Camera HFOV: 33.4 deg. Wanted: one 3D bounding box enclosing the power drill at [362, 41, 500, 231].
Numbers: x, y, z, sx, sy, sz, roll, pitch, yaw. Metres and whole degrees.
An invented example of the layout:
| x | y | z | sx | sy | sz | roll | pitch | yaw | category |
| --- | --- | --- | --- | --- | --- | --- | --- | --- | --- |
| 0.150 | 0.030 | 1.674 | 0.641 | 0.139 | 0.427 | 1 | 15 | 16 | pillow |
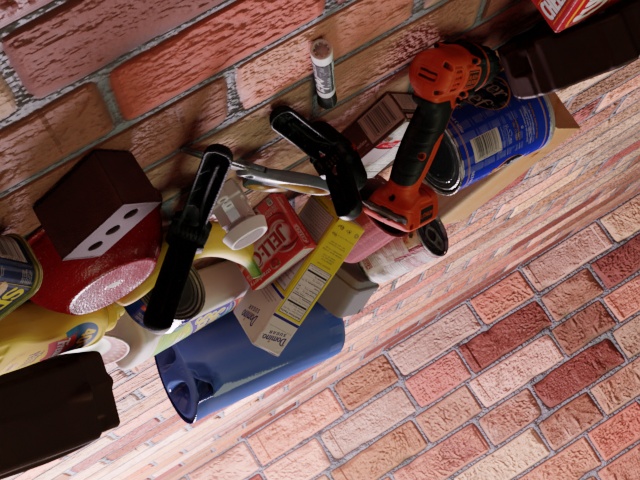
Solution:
| x | y | z | sx | sy | sz | roll | pitch | yaw | category |
| --- | --- | --- | --- | --- | --- | --- | --- | --- | --- |
| 0.115 | -0.110 | 1.074 | 0.184 | 0.057 | 0.188 | -22 | 133 | -61 | power drill |

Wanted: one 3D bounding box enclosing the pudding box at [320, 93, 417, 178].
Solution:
| x | y | z | sx | sy | sz | roll | pitch | yaw | category |
| --- | --- | --- | --- | --- | --- | --- | --- | --- | --- |
| 0.063 | -0.110 | 1.144 | 0.114 | 0.039 | 0.089 | -38 | 167 | 29 | pudding box |

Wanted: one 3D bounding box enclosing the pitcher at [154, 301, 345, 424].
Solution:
| x | y | z | sx | sy | sz | roll | pitch | yaw | category |
| --- | --- | --- | --- | --- | --- | --- | --- | --- | --- |
| -0.098 | 0.138 | 1.429 | 0.242 | 0.149 | 0.145 | -19 | 152 | -26 | pitcher |

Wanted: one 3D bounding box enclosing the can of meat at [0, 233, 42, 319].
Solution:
| x | y | z | sx | sy | sz | roll | pitch | yaw | category |
| --- | --- | --- | --- | --- | --- | --- | --- | --- | --- |
| -0.280 | 0.034 | 0.819 | 0.102 | 0.057 | 0.083 | -36 | 164 | 10 | can of meat |

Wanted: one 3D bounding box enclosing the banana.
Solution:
| x | y | z | sx | sy | sz | roll | pitch | yaw | category |
| --- | --- | --- | --- | --- | --- | --- | --- | --- | --- |
| -0.131 | 0.017 | 1.085 | 0.037 | 0.069 | 0.197 | -19 | 174 | 43 | banana |

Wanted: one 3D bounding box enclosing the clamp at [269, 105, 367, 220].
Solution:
| x | y | z | sx | sy | sz | roll | pitch | yaw | category |
| --- | --- | --- | --- | --- | --- | --- | --- | --- | --- |
| 0.014 | -0.070 | 1.010 | 0.039 | 0.120 | 0.171 | -31 | 172 | 17 | clamp |

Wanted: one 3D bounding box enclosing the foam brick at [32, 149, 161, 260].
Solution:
| x | y | z | sx | sy | sz | roll | pitch | yaw | category |
| --- | --- | --- | --- | --- | --- | --- | --- | --- | --- |
| -0.176 | -0.028 | 0.844 | 0.078 | 0.051 | 0.052 | -39 | 166 | 23 | foam brick |

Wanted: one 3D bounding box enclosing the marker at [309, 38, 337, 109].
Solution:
| x | y | z | sx | sy | sz | roll | pitch | yaw | category |
| --- | --- | --- | --- | --- | --- | --- | --- | --- | --- |
| 0.003 | -0.142 | 0.926 | 0.020 | 0.020 | 0.121 | -32 | 167 | -5 | marker |

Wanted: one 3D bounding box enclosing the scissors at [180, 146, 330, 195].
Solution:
| x | y | z | sx | sy | sz | roll | pitch | yaw | category |
| --- | --- | --- | --- | --- | --- | --- | --- | --- | --- |
| -0.076 | -0.064 | 1.006 | 0.201 | 0.016 | 0.096 | 10 | 172 | -42 | scissors |

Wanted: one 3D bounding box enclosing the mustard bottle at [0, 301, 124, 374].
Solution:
| x | y | z | sx | sy | sz | roll | pitch | yaw | category |
| --- | --- | --- | --- | --- | --- | --- | --- | --- | --- |
| -0.266 | 0.086 | 1.034 | 0.096 | 0.058 | 0.191 | -40 | 166 | 37 | mustard bottle |

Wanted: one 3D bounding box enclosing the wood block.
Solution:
| x | y | z | sx | sy | sz | roll | pitch | yaw | category |
| --- | --- | --- | --- | --- | --- | --- | --- | --- | --- |
| 0.214 | -0.115 | 1.368 | 0.206 | 0.090 | 0.090 | -40 | 164 | 29 | wood block |

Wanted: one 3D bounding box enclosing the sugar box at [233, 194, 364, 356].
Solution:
| x | y | z | sx | sy | sz | roll | pitch | yaw | category |
| --- | --- | --- | --- | --- | --- | --- | --- | --- | --- |
| -0.027 | 0.037 | 1.225 | 0.176 | 0.048 | 0.093 | -58 | -154 | 9 | sugar box |

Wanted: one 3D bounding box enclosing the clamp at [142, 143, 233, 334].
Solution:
| x | y | z | sx | sy | sz | roll | pitch | yaw | category |
| --- | --- | --- | --- | --- | --- | --- | --- | --- | --- |
| -0.122 | 0.002 | 0.958 | 0.210 | 0.036 | 0.164 | 165 | -54 | -81 | clamp |

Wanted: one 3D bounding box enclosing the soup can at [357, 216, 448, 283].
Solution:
| x | y | z | sx | sy | sz | roll | pitch | yaw | category |
| --- | --- | --- | --- | --- | --- | --- | --- | --- | --- |
| 0.103 | 0.007 | 1.363 | 0.102 | 0.068 | 0.068 | -27 | 173 | 35 | soup can |

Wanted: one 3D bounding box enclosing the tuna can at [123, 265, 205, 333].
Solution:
| x | y | z | sx | sy | sz | roll | pitch | yaw | category |
| --- | --- | --- | --- | --- | --- | --- | --- | --- | --- |
| -0.163 | 0.052 | 1.094 | 0.085 | 0.086 | 0.034 | -17 | 161 | -50 | tuna can |

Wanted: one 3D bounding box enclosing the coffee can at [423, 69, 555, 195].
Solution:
| x | y | z | sx | sy | sz | roll | pitch | yaw | category |
| --- | --- | --- | --- | --- | --- | --- | --- | --- | --- |
| 0.182 | -0.126 | 1.221 | 0.140 | 0.103 | 0.103 | -27 | 166 | -23 | coffee can |

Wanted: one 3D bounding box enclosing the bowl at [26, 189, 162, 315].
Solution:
| x | y | z | sx | sy | sz | roll | pitch | yaw | category |
| --- | --- | --- | --- | --- | --- | --- | --- | --- | --- |
| -0.200 | 0.020 | 0.957 | 0.162 | 0.055 | 0.162 | -32 | 167 | -8 | bowl |

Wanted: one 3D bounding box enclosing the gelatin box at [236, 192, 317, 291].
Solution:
| x | y | z | sx | sy | sz | roll | pitch | yaw | category |
| --- | --- | --- | --- | --- | --- | --- | --- | --- | --- |
| -0.058 | 0.001 | 1.183 | 0.089 | 0.073 | 0.030 | -39 | 164 | 28 | gelatin box |

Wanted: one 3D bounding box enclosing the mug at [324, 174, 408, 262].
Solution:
| x | y | z | sx | sy | sz | roll | pitch | yaw | category |
| --- | --- | --- | --- | --- | --- | --- | --- | --- | --- |
| 0.041 | -0.028 | 1.307 | 0.117 | 0.093 | 0.082 | 24 | 134 | -37 | mug |

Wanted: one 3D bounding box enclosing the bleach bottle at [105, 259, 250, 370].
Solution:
| x | y | z | sx | sy | sz | roll | pitch | yaw | category |
| --- | --- | --- | --- | --- | --- | --- | --- | --- | --- |
| -0.136 | 0.066 | 1.267 | 0.250 | 0.068 | 0.103 | -26 | 164 | -39 | bleach bottle |
